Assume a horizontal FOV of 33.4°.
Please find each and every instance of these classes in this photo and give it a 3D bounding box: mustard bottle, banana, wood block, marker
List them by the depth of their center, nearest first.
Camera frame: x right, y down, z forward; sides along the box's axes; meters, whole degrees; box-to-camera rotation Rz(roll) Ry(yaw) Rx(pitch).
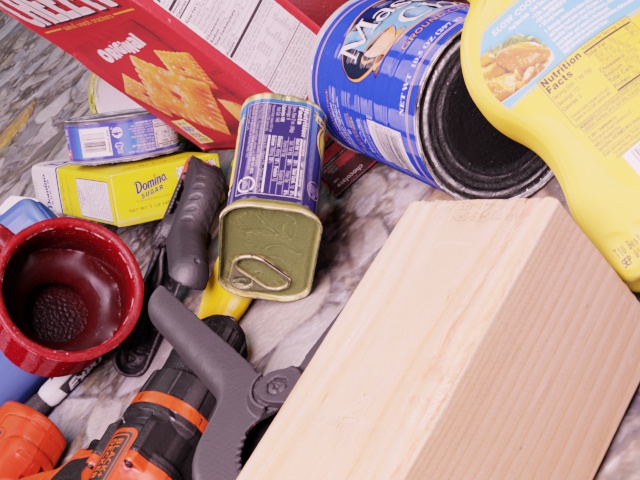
[{"bbox_3d":[0.039,0.090,0.422,0.090,0.090,0.206,1,52,53],"label":"wood block"},{"bbox_3d":[0.119,-0.077,0.478,0.096,0.058,0.192,-37,64,9],"label":"mustard bottle"},{"bbox_3d":[-0.045,-0.013,0.728,0.070,0.037,0.197,-52,18,35],"label":"banana"},{"bbox_3d":[-0.174,0.091,0.766,0.121,0.020,0.020,-46,29,-4],"label":"marker"}]

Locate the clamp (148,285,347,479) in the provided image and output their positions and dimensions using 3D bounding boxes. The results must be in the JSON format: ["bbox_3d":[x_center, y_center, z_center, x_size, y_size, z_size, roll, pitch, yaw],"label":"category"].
[{"bbox_3d":[-0.008,0.077,0.537,0.164,0.036,0.210,-18,41,6],"label":"clamp"}]

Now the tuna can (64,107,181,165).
[{"bbox_3d":[-0.152,-0.081,0.817,0.086,0.034,0.086,-7,11,1],"label":"tuna can"}]

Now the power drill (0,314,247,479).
[{"bbox_3d":[-0.139,0.126,0.635,0.188,0.057,0.184,-16,33,42],"label":"power drill"}]

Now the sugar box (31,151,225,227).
[{"bbox_3d":[-0.160,-0.047,0.861,0.093,0.048,0.177,-14,16,-32],"label":"sugar box"}]

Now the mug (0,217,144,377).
[{"bbox_3d":[-0.177,0.034,0.690,0.093,0.117,0.082,-52,5,-28],"label":"mug"}]

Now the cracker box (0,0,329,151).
[{"bbox_3d":[-0.103,-0.139,0.696,0.164,0.213,0.072,5,66,54],"label":"cracker box"}]

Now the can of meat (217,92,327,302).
[{"bbox_3d":[-0.027,-0.025,0.636,0.102,0.057,0.084,100,176,-57],"label":"can of meat"}]

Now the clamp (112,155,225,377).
[{"bbox_3d":[-0.092,0.000,0.723,0.120,0.039,0.171,-38,32,46],"label":"clamp"}]

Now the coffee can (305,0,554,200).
[{"bbox_3d":[0.066,-0.085,0.607,0.103,0.102,0.140,-46,29,-5],"label":"coffee can"}]
